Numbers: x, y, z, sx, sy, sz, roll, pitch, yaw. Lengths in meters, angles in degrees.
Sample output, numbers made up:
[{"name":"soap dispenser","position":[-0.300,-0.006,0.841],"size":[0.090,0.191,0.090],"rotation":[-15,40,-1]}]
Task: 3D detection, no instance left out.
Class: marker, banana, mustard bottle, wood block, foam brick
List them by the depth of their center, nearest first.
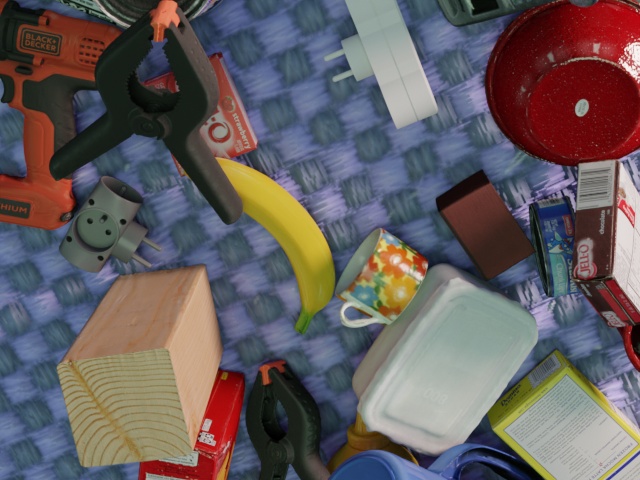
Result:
[{"name":"wood block","position":[-0.144,0.098,0.898],"size":[0.090,0.206,0.091],"rotation":[-8,106,4]},{"name":"marker","position":[-0.213,-0.208,0.909],"size":[0.121,0.020,0.020],"rotation":[21,106,-4]},{"name":"foam brick","position":[0.143,-0.014,0.935],"size":[0.051,0.053,0.078],"rotation":[-33,103,11]},{"name":"banana","position":[-0.040,-0.007,0.940],"size":[0.069,0.037,0.197],"rotation":[-38,111,-12]},{"name":"mustard bottle","position":[0.050,0.247,1.010],"size":[0.096,0.058,0.192],"rotation":[-4,106,2]}]

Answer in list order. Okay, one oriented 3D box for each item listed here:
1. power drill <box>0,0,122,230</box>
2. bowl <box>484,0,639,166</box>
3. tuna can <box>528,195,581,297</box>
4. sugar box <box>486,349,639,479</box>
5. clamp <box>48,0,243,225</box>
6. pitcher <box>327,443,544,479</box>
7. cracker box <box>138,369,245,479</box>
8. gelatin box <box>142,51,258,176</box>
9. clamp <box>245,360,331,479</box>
[{"name":"power drill","position":[-0.269,-0.111,0.919],"size":[0.184,0.057,0.188],"rotation":[11,106,-1]},{"name":"bowl","position":[0.215,-0.119,0.876],"size":[0.162,0.055,0.162],"rotation":[5,124,8]},{"name":"tuna can","position":[0.204,0.006,0.921],"size":[0.034,0.086,0.086],"rotation":[-11,105,6]},{"name":"sugar box","position":[0.250,0.195,0.996],"size":[0.093,0.048,0.176],"rotation":[-43,104,12]},{"name":"clamp","position":[-0.139,-0.097,0.828],"size":[0.164,0.036,0.210],"rotation":[9,140,2]},{"name":"pitcher","position":[0.113,0.263,0.936],"size":[0.145,0.149,0.242],"rotation":[-41,127,20]},{"name":"cracker box","position":[-0.122,0.242,0.961],"size":[0.072,0.164,0.214],"rotation":[9,106,1]},{"name":"gelatin box","position":[-0.104,-0.110,0.928],"size":[0.073,0.030,0.089],"rotation":[-20,105,7]},{"name":"clamp","position":[-0.037,0.202,0.994],"size":[0.120,0.039,0.171],"rotation":[-22,79,27]}]
